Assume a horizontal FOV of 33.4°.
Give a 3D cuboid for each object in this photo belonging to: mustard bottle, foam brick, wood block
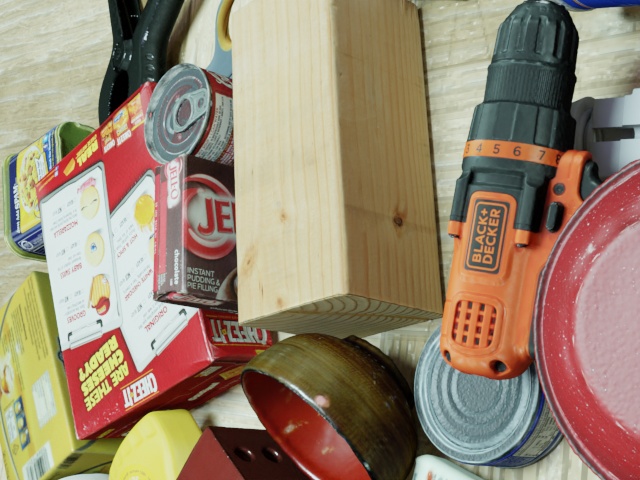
[{"bbox_3d":[-0.079,0.210,0.704,0.192,0.058,0.096,53,127,39],"label":"mustard bottle"},{"bbox_3d":[-0.042,0.152,0.666,0.053,0.078,0.051,48,116,42],"label":"foam brick"},{"bbox_3d":[0.008,-0.051,0.658,0.090,0.090,0.206,-19,66,42],"label":"wood block"}]

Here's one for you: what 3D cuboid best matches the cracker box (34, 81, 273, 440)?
[{"bbox_3d":[-0.127,0.018,0.784,0.164,0.071,0.214,-33,64,38],"label":"cracker box"}]

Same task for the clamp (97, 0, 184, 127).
[{"bbox_3d":[-0.157,-0.156,0.895,0.165,0.036,0.210,16,95,57],"label":"clamp"}]

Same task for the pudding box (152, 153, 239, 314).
[{"bbox_3d":[-0.055,0.001,0.692,0.039,0.113,0.090,-15,70,43],"label":"pudding box"}]

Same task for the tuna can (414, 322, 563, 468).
[{"bbox_3d":[0.092,0.079,0.577,0.086,0.033,0.086,-14,70,43],"label":"tuna can"}]

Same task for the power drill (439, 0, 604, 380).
[{"bbox_3d":[0.150,-0.016,0.479,0.188,0.057,0.184,9,90,33],"label":"power drill"}]

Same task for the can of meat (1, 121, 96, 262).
[{"bbox_3d":[-0.229,-0.044,0.929,0.084,0.057,0.102,-26,63,37],"label":"can of meat"}]

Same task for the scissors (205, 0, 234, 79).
[{"bbox_3d":[-0.067,-0.109,0.799,0.096,0.016,0.202,48,137,13],"label":"scissors"}]

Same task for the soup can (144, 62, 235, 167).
[{"bbox_3d":[-0.058,-0.073,0.723,0.069,0.102,0.068,-14,70,44],"label":"soup can"}]
